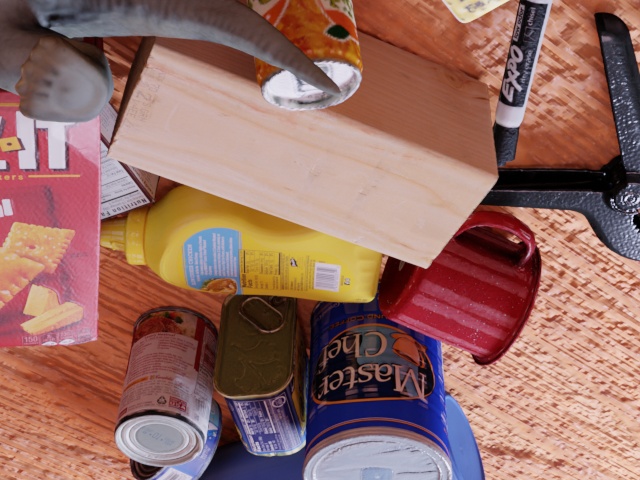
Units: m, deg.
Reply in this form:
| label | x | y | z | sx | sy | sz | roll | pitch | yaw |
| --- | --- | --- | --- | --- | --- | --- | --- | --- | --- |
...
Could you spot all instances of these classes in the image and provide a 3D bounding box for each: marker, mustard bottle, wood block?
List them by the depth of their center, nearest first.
| label | x | y | z | sx | sy | sz | roll | pitch | yaw |
| --- | --- | --- | --- | --- | --- | --- | --- | --- | --- |
| marker | 0.117 | -0.099 | 0.630 | 0.020 | 0.020 | 0.121 | 6 | 119 | -4 |
| wood block | -0.009 | -0.072 | 0.634 | 0.206 | 0.091 | 0.090 | 19 | 133 | -16 |
| mustard bottle | -0.055 | 0.001 | 0.728 | 0.191 | 0.058 | 0.096 | 3 | 147 | 0 |

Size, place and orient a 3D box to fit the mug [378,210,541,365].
| label | x | y | z | sx | sy | sz | roll | pitch | yaw |
| --- | --- | --- | --- | --- | --- | --- | --- | --- | --- |
| mug | 0.096 | 0.022 | 0.720 | 0.081 | 0.093 | 0.117 | 23 | 138 | -12 |

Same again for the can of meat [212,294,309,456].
| label | x | y | z | sx | sy | sz | roll | pitch | yaw |
| --- | --- | --- | --- | --- | --- | --- | --- | --- | --- |
| can of meat | -0.040 | 0.098 | 0.794 | 0.057 | 0.102 | 0.084 | -6 | 136 | 8 |

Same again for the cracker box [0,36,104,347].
| label | x | y | z | sx | sy | sz | roll | pitch | yaw |
| --- | --- | --- | --- | --- | --- | --- | --- | --- | --- |
| cracker box | -0.212 | -0.023 | 0.630 | 0.164 | 0.072 | 0.214 | -1 | 137 | -14 |

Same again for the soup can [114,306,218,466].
| label | x | y | z | sx | sy | sz | roll | pitch | yaw |
| --- | --- | --- | --- | --- | --- | --- | --- | --- | --- |
| soup can | -0.115 | 0.110 | 0.808 | 0.068 | 0.102 | 0.068 | 1 | 135 | 1 |

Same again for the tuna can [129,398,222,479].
| label | x | y | z | sx | sy | sz | roll | pitch | yaw |
| --- | --- | --- | --- | --- | --- | --- | --- | --- | --- |
| tuna can | -0.118 | 0.161 | 0.870 | 0.033 | 0.086 | 0.086 | 32 | 128 | -27 |

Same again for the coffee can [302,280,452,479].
| label | x | y | z | sx | sy | sz | roll | pitch | yaw |
| --- | --- | --- | --- | --- | --- | --- | --- | --- | --- |
| coffee can | 0.041 | 0.114 | 0.778 | 0.103 | 0.140 | 0.103 | 1 | 134 | 1 |
